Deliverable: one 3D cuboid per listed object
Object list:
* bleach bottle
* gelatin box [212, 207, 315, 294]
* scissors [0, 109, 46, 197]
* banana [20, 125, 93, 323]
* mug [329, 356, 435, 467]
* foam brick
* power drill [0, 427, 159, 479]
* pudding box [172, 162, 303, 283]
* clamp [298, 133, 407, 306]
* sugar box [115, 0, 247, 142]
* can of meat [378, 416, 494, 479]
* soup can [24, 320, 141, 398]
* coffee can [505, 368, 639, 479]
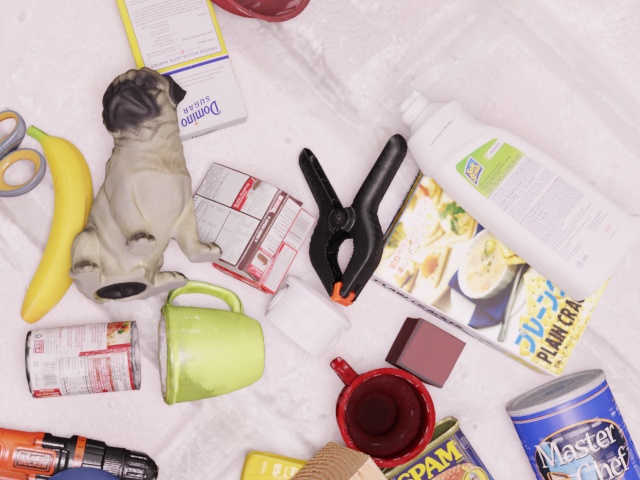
[{"bbox_3d":[0.181,-0.058,1.015,0.251,0.068,0.102,41,79,2],"label":"bleach bottle"},{"bbox_3d":[-0.057,0.001,1.048,0.030,0.073,0.089,37,79,-47],"label":"gelatin box"},{"bbox_3d":[-0.345,-0.036,1.041,0.096,0.016,0.201,33,84,17],"label":"scissors"},{"bbox_3d":[-0.257,-0.017,1.051,0.070,0.037,0.198,-3,81,24],"label":"banana"},{"bbox_3d":[0.050,0.160,1.039,0.093,0.081,0.117,-44,90,-7],"label":"mug"},{"bbox_3d":[0.102,0.110,1.051,0.051,0.078,0.053,29,85,-3],"label":"foam brick"},{"bbox_3d":[-0.259,0.277,1.014,0.184,0.057,0.187,11,82,-8],"label":"power drill"},{"bbox_3d":[-0.083,-0.019,1.033,0.039,0.114,0.090,35,81,-44],"label":"pudding box"},{"bbox_3d":[0.035,-0.025,1.036,0.120,0.039,0.171,-17,69,35],"label":"clamp"},{"bbox_3d":[-0.142,-0.191,1.071,0.093,0.048,0.176,-17,91,-6],"label":"sugar box"},{"bbox_3d":[0.114,0.238,1.052,0.102,0.057,0.084,-34,91,-7],"label":"can of meat"},{"bbox_3d":[-0.226,0.115,1.024,0.102,0.068,0.068,-5,85,-5],"label":"soup can"},{"bbox_3d":[0.256,0.210,1.043,0.102,0.103,0.140,-23,88,-7],"label":"coffee can"}]
